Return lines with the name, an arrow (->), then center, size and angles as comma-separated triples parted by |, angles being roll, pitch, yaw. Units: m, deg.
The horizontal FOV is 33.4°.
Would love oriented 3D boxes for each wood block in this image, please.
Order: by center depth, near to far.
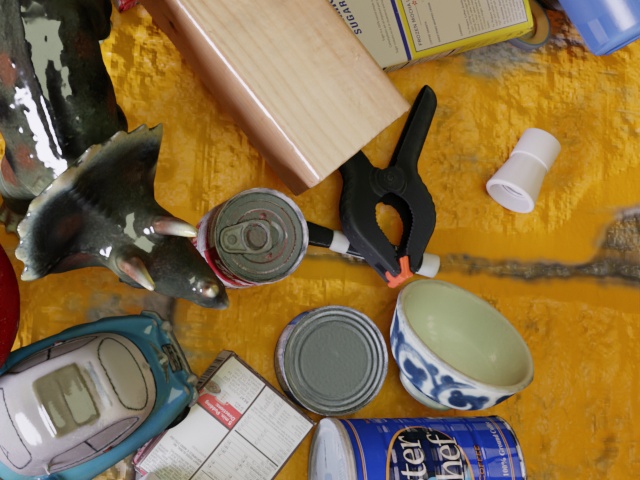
wood block -> -0.041, -0.143, 0.779 | 0.090, 0.091, 0.206 | -40, 95, -13

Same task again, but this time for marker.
marker -> 0.038, 0.007, 0.862 | 0.121, 0.020, 0.020 | 15, 81, -14

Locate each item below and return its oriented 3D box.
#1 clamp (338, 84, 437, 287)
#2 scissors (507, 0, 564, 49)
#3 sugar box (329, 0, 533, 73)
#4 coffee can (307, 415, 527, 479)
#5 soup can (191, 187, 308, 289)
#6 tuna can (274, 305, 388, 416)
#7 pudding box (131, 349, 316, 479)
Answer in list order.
clamp -> 0.058, -0.051, 0.856 | 0.120, 0.039, 0.171 | -15, 80, -13
scissors -> 0.132, -0.231, 0.914 | 0.201, 0.016, 0.096 | 18, 80, -14
sugar box -> 0.078, -0.192, 0.872 | 0.176, 0.048, 0.093 | -16, 90, -8
coffee can -> 0.071, 0.185, 0.811 | 0.140, 0.103, 0.103 | 2, 84, -17
soup can -> -0.055, 0.001, 0.791 | 0.068, 0.102, 0.068 | 2, 84, -17
tuna can -> 0.007, 0.094, 0.837 | 0.086, 0.034, 0.086 | 2, 84, -16
pudding box -> -0.072, 0.153, 0.806 | 0.090, 0.039, 0.113 | 42, 77, -8
